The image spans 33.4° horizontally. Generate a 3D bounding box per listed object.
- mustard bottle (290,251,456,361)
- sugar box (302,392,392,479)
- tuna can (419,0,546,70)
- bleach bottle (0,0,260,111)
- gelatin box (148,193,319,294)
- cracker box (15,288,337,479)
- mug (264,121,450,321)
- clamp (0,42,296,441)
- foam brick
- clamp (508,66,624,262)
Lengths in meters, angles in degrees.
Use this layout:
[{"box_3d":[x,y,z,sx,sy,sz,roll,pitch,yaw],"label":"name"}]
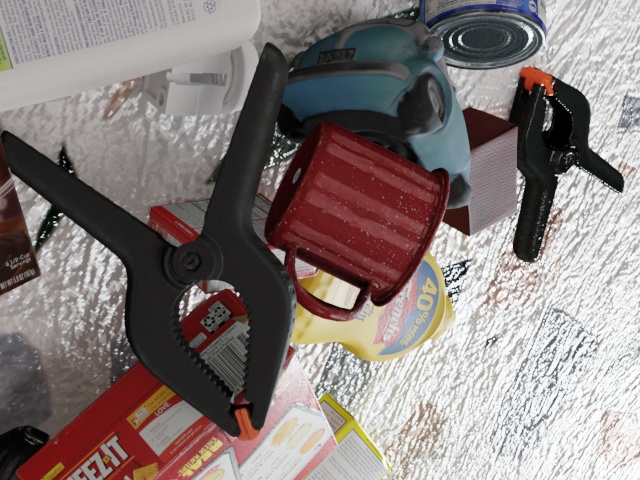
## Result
[{"box_3d":[0.040,0.041,0.796,0.191,0.058,0.096,20,96,-46],"label":"mustard bottle"},{"box_3d":[-0.028,0.214,0.850,0.176,0.048,0.093,-43,135,-8],"label":"sugar box"},{"box_3d":[0.109,-0.148,0.720,0.086,0.086,0.034,21,65,-46],"label":"tuna can"},{"box_3d":[-0.159,-0.115,0.519,0.250,0.068,0.102,-19,91,-25],"label":"bleach bottle"},{"box_3d":[-0.054,0.001,0.678,0.089,0.073,0.030,-8,121,-39],"label":"gelatin box"},{"box_3d":[-0.080,0.140,0.696,0.164,0.072,0.213,-42,156,-12],"label":"cracker box"},{"box_3d":[0.015,-0.009,0.630,0.081,0.093,0.117,26,67,-11],"label":"mug"},{"box_3d":[-0.062,0.003,0.582,0.164,0.036,0.210,-25,88,1],"label":"clamp"},{"box_3d":[0.113,-0.053,0.808,0.052,0.051,0.078,-26,129,-26],"label":"foam brick"},{"box_3d":[0.201,-0.073,0.881,0.120,0.039,0.171,-33,132,-24],"label":"clamp"}]
